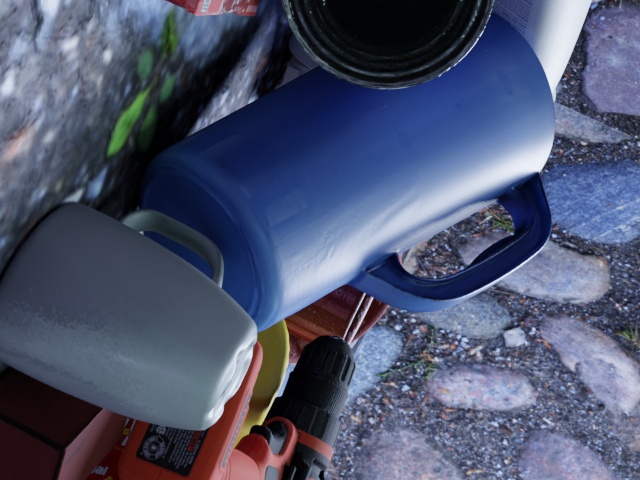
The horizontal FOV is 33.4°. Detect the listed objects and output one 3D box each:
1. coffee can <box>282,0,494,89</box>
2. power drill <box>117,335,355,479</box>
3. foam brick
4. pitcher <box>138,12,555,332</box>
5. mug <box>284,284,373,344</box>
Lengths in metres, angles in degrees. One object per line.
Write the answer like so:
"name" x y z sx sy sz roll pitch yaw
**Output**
"coffee can" 0.036 -0.150 0.564 0.140 0.102 0.103 -82 -168 -64
"power drill" -0.040 0.118 0.656 0.184 0.057 0.187 -69 154 -20
"foam brick" -0.133 0.090 0.529 0.053 0.051 0.078 -69 171 27
"pitcher" 0.024 -0.035 0.622 0.242 0.149 0.145 -31 128 -37
"mug" 0.000 0.033 0.840 0.093 0.081 0.117 -68 171 24
